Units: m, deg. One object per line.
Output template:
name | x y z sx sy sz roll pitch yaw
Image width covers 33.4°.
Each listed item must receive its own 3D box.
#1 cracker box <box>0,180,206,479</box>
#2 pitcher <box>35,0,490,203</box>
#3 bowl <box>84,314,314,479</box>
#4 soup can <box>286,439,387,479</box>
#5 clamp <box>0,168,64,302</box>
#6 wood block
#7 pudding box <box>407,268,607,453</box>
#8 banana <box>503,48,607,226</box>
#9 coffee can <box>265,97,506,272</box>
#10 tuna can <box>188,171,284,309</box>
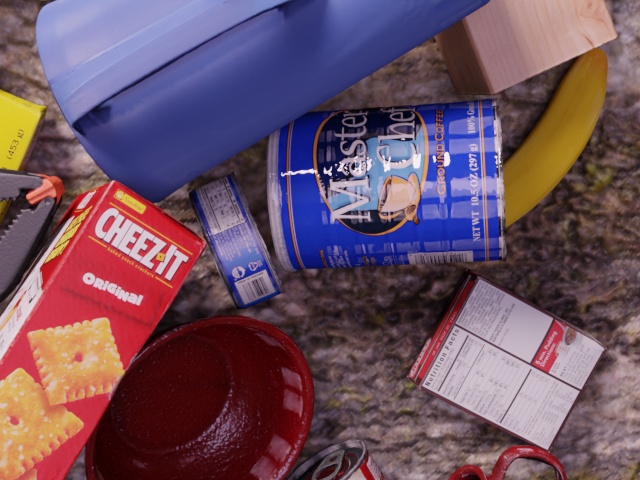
cracker box | -0.162 0.075 0.627 0.072 0.164 0.213 34 79 -16
pitcher | -0.031 -0.127 0.600 0.243 0.149 0.145 -26 139 16
bowl | -0.086 0.113 0.701 0.161 0.055 0.162 -13 117 -28
soup can | 0.027 0.199 0.738 0.068 0.068 0.102 -32 101 -3
clamp | -0.258 0.006 0.651 0.210 0.036 0.164 -34 98 3
wood block | 0.100 -0.207 0.684 0.091 0.090 0.206 -25 100 -4
pudding box | 0.131 0.085 0.753 0.113 0.039 0.090 28 93 -8
banana | 0.130 -0.052 0.735 0.198 0.037 0.069 -35 102 -2
coffee can | 0.044 -0.034 0.675 0.140 0.102 0.103 -3 98 9
tuna can | -0.055 0.001 0.692 0.033 0.086 0.086 -23 100 -3
